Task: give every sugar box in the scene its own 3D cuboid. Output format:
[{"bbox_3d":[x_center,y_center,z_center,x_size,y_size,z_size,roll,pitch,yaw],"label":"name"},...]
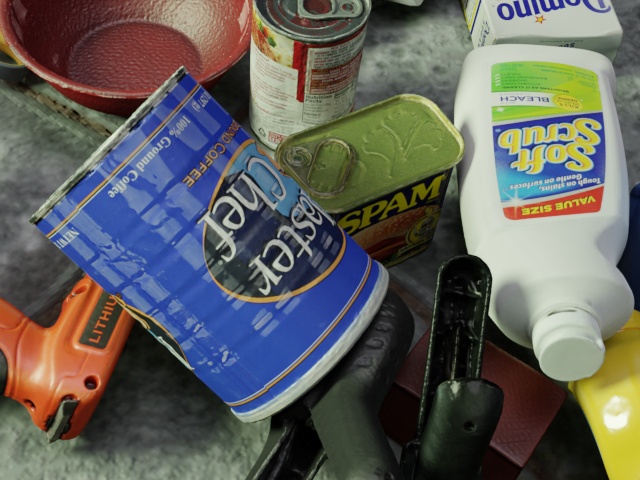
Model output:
[{"bbox_3d":[0.145,-0.192,0.761,0.093,0.048,0.176,-4,53,-8],"label":"sugar box"}]

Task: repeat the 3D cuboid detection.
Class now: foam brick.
[{"bbox_3d":[0.075,0.086,0.542,0.078,0.051,0.053,33,56,17],"label":"foam brick"}]

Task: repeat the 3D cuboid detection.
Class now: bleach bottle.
[{"bbox_3d":[0.127,-0.021,0.578,0.102,0.068,0.250,5,37,0],"label":"bleach bottle"}]

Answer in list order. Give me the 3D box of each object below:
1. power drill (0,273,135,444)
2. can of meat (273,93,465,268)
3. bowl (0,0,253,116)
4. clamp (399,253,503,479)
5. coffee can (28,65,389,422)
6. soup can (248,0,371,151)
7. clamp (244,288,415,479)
[{"bbox_3d":[-0.182,0.007,0.542,0.187,0.057,0.184,23,52,-9],"label":"power drill"},{"bbox_3d":[0.023,-0.024,0.598,0.102,0.084,0.057,-23,59,-21],"label":"can of meat"},{"bbox_3d":[-0.119,-0.131,0.682,0.162,0.055,0.162,3,53,-4],"label":"bowl"},{"bbox_3d":[0.052,0.101,0.455,0.039,0.171,0.120,8,16,9],"label":"clamp"},{"bbox_3d":[-0.051,0.003,0.509,0.140,0.103,0.102,45,56,-12],"label":"coffee can"},{"bbox_3d":[-0.009,-0.107,0.646,0.068,0.102,0.068,3,53,-4],"label":"soup can"},{"bbox_3d":[0.006,0.080,0.494,0.036,0.165,0.209,38,45,-11],"label":"clamp"}]
